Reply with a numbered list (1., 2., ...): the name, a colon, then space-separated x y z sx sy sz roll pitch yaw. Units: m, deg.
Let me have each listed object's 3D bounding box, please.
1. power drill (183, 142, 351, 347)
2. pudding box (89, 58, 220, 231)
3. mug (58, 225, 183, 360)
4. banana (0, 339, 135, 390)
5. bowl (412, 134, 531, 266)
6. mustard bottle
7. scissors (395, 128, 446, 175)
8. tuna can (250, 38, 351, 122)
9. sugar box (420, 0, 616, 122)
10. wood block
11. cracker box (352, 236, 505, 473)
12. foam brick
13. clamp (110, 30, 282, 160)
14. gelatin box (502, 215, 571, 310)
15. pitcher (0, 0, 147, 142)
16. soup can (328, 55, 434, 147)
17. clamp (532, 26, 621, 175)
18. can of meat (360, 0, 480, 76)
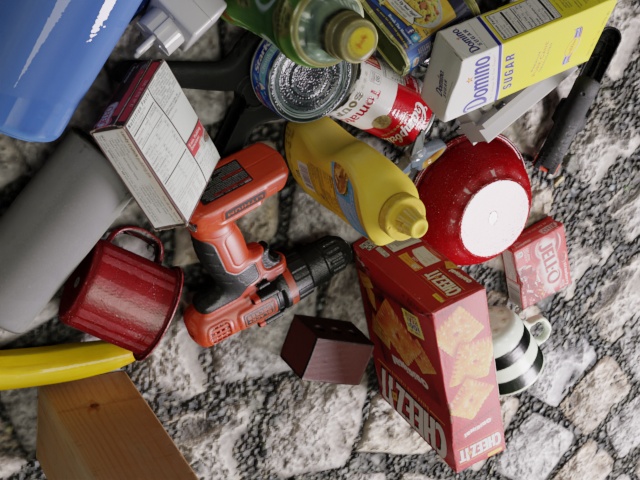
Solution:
1. power drill: -0.057 0.001 1.004 0.184 0.057 0.187 -30 138 -18
2. pudding box: -0.134 -0.079 0.882 0.113 0.039 0.090 60 36 -36
3. mug: -0.177 0.039 0.955 0.081 0.093 0.117 26 62 -22
4. banana: -0.259 0.113 0.958 0.197 0.070 0.037 -1 81 -41
5. bowl: 0.171 -0.034 1.145 0.161 0.055 0.162 -13 120 -25
6. mustard bottle: 0.037 -0.048 0.969 0.058 0.192 0.096 -29 126 -16
7. scissors: 0.077 -0.072 1.018 0.096 0.016 0.201 -38 173 14
8. tuna can: -0.016 -0.147 0.936 0.086 0.034 0.086 -15 123 -25
9. sugar box: 0.181 -0.178 0.982 0.176 0.048 0.093 -27 156 -19
10. wood block: -0.183 0.212 0.962 0.090 0.206 0.090 -6 117 -29
11. cracker box: 0.111 0.110 1.114 0.072 0.164 0.214 -23 124 -18
12. foam brick: 0.008 0.116 1.125 0.078 0.053 0.051 10 108 -35
13. clamp: -0.073 -0.141 0.953 0.210 0.036 0.164 -39 129 -4
14. gelatin box: 0.251 0.026 1.240 0.073 0.030 0.089 -27 125 -17
15. pitcher: -0.188 -0.200 0.807 0.149 0.145 0.243 25 103 -25
16. soup can: 0.051 -0.136 1.011 0.102 0.069 0.068 19 103 -36
17. clamp: 0.263 -0.132 1.119 0.120 0.039 0.172 -44 157 -50
18. can of meat: 0.081 -0.213 0.972 0.084 0.102 0.057 -36 170 -7
